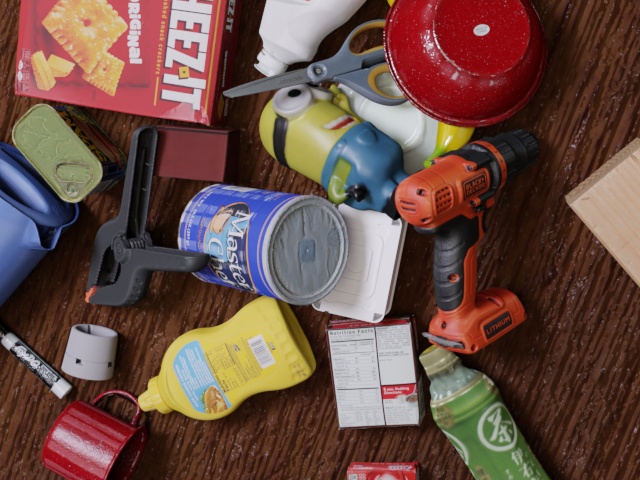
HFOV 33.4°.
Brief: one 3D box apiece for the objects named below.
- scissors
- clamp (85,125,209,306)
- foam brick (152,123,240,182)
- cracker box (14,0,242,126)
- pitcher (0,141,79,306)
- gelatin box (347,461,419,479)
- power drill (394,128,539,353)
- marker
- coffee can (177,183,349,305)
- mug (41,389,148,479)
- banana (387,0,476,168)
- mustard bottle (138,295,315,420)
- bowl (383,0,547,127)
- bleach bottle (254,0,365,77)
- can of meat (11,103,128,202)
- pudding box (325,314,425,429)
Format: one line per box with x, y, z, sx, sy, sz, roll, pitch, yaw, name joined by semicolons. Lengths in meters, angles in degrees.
0.013;-0.146;1.012;0.201;0.016;0.096;-34;87;-25;scissors
-0.184;0.011;1.078;0.210;0.036;0.165;-54;53;38;clamp
-0.126;-0.090;1.092;0.078;0.053;0.051;6;100;11;foam brick
-0.194;-0.212;1.077;0.214;0.072;0.164;10;101;9;cracker box
-0.380;0.014;1.129;0.145;0.149;0.243;37;107;-15;pitcher
0.068;0.278;1.121;0.073;0.030;0.089;-1;99;11;gelatin box
0.151;-0.001;1.017;0.057;0.184;0.187;13;120;48;power drill
-0.325;0.129;1.182;0.121;0.020;0.020;42;104;2;marker
-0.057;0.001;1.034;0.141;0.102;0.103;10;103;47;coffee can
-0.239;0.214;1.150;0.081;0.093;0.117;25;72;11;mug
0.111;-0.168;1.028;0.037;0.069;0.198;-25;76;54;banana
-0.108;0.134;1.120;0.192;0.058;0.096;-26;94;14;mustard bottle
0.142;-0.189;0.991;0.162;0.055;0.162;1;83;-8;bowl
0.020;-0.260;1.021;0.103;0.068;0.251;46;109;37;bleach bottle
-0.255;-0.092;1.101;0.057;0.084;0.102;-42;89;14;can of meat
0.057;0.135;1.097;0.090;0.039;0.113;-5;99;13;pudding box
